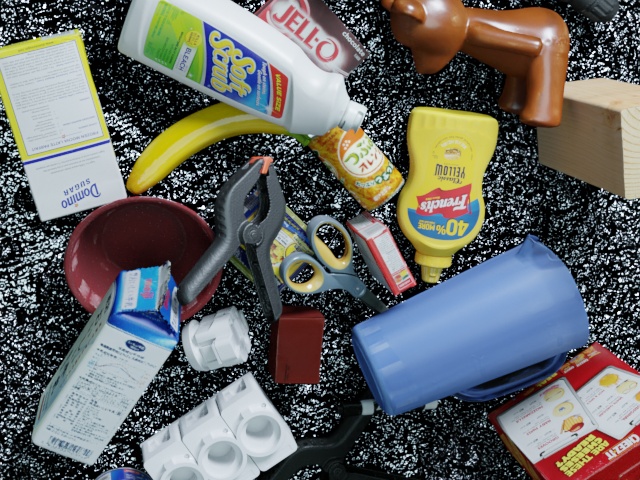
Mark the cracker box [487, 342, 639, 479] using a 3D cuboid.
[{"bbox_3d":[0.305,0.217,1.200,0.164,0.214,0.072,-33,108,-3],"label":"cracker box"}]

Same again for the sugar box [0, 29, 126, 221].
[{"bbox_3d":[-0.264,-0.116,1.082,0.093,0.048,0.176,-15,110,-8],"label":"sugar box"}]

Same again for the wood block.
[{"bbox_3d":[0.309,-0.113,1.121,0.090,0.206,0.091,-9,105,-10],"label":"wood block"}]

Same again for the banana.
[{"bbox_3d":[-0.113,-0.107,1.110,0.197,0.037,0.069,-17,64,-2],"label":"banana"}]

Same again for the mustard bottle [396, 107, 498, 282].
[{"bbox_3d":[0.134,-0.047,1.178,0.096,0.058,0.192,6,103,-4],"label":"mustard bottle"}]

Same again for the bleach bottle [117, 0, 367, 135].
[{"bbox_3d":[-0.069,-0.179,1.060,0.250,0.068,0.103,25,124,-4],"label":"bleach bottle"}]

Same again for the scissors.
[{"bbox_3d":[0.021,0.058,1.169,0.096,0.016,0.201,-35,127,-10],"label":"scissors"}]

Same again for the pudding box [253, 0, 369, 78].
[{"bbox_3d":[-0.019,-0.205,1.114,0.090,0.039,0.113,-44,108,1],"label":"pudding box"}]

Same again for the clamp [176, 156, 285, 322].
[{"bbox_3d":[-0.086,-0.002,1.080,0.120,0.039,0.171,3,90,-40],"label":"clamp"}]

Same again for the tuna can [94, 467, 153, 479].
[{"bbox_3d":[-0.223,0.302,1.203,0.086,0.034,0.086,-3,105,-12],"label":"tuna can"}]

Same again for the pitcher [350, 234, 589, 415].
[{"bbox_3d":[0.165,0.109,1.187,0.242,0.145,0.149,-23,79,-6],"label":"pitcher"}]

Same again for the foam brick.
[{"bbox_3d":[-0.028,0.115,1.188,0.053,0.051,0.078,3,103,-12],"label":"foam brick"}]

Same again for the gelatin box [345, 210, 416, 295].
[{"bbox_3d":[0.065,0.013,1.162,0.030,0.089,0.073,-30,108,-5],"label":"gelatin box"}]

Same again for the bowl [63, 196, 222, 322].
[{"bbox_3d":[-0.184,0.013,1.114,0.162,0.055,0.162,-4,121,-7],"label":"bowl"}]

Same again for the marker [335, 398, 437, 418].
[{"bbox_3d":[0.075,0.188,1.216,0.121,0.020,0.020,-3,105,-19],"label":"marker"}]

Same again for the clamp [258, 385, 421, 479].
[{"bbox_3d":[0.017,0.251,1.240,0.209,0.036,0.164,-15,105,-12],"label":"clamp"}]

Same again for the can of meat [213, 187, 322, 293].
[{"bbox_3d":[-0.058,0.001,1.150,0.084,0.057,0.102,-45,109,-1],"label":"can of meat"}]
